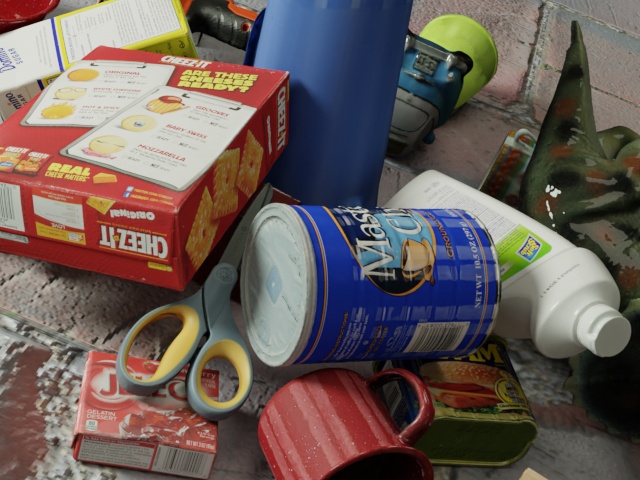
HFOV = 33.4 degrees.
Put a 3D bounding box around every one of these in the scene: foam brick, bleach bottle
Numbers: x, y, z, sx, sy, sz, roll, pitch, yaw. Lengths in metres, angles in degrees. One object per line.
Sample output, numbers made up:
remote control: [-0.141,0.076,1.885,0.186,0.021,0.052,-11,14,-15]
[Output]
foam brick: [-0.055,0.001,0.817,0.053,0.078,0.051,27,35,5]
bleach bottle: [0.127,0.026,0.781,0.068,0.102,0.251,48,-5,-32]

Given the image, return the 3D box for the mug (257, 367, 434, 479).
mug: [0.019,0.125,0.661,0.093,0.117,0.081,36,14,-42]

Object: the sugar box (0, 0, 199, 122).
sugar box: [-0.200,-0.164,0.933,0.176,0.048,0.093,-20,44,-2]

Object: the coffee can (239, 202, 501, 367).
coffee can: [0.031,0.028,0.697,0.140,0.103,0.103,1,40,-27]

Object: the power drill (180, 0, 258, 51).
power drill: [-0.083,-0.232,1.072,0.187,0.057,0.184,15,39,-3]

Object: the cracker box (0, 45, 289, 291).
cracker box: [-0.131,-0.061,0.764,0.164,0.072,0.213,11,34,14]

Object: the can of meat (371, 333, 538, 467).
can of meat: [0.096,0.112,0.762,0.102,0.057,0.084,6,39,-19]

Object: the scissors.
scissors: [-0.056,0.043,0.723,0.096,0.016,0.201,39,51,6]

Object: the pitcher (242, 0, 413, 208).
pitcher: [-0.003,-0.136,0.883,0.149,0.243,0.145,14,37,3]

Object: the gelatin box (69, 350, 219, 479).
gelatin box: [-0.111,0.110,0.683,0.089,0.030,0.073,12,36,-13]
